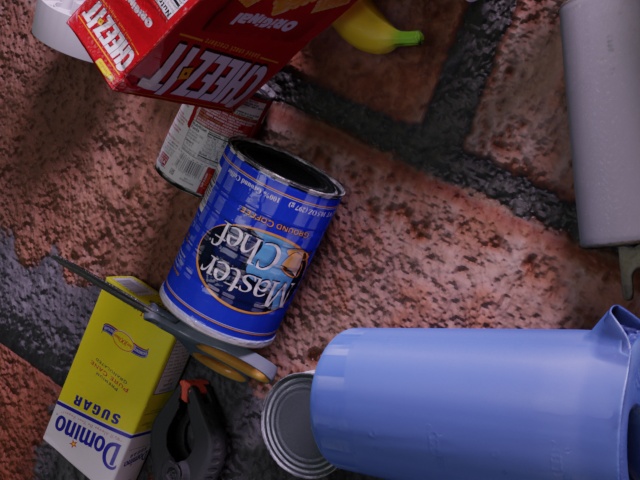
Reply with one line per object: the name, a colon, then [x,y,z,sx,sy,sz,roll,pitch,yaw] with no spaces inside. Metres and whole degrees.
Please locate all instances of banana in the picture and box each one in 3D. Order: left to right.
banana: [0.020,-0.222,0.851,0.070,0.037,0.198,-30,75,24]

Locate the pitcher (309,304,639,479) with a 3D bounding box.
pitcher: [0.119,0.132,0.752,0.243,0.145,0.149,1,61,34]

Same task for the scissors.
scissors: [-0.129,0.071,0.887,0.202,0.096,0.016,26,69,3]

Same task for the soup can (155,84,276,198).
soup can: [-0.089,-0.092,0.898,0.069,0.068,0.102,36,108,25]

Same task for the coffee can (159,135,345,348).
coffee can: [-0.056,0.001,0.859,0.103,0.102,0.140,33,106,26]

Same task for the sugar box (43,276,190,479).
sugar box: [-0.181,0.129,0.967,0.093,0.048,0.176,31,105,26]

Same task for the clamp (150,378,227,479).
clamp: [-0.111,0.210,0.931,0.120,0.039,0.171,16,98,28]

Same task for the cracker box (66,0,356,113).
cracker box: [-0.043,-0.184,0.743,0.214,0.164,0.072,-40,74,21]

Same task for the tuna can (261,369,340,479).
tuna can: [-0.004,0.149,0.871,0.086,0.033,0.086,0,91,30]
